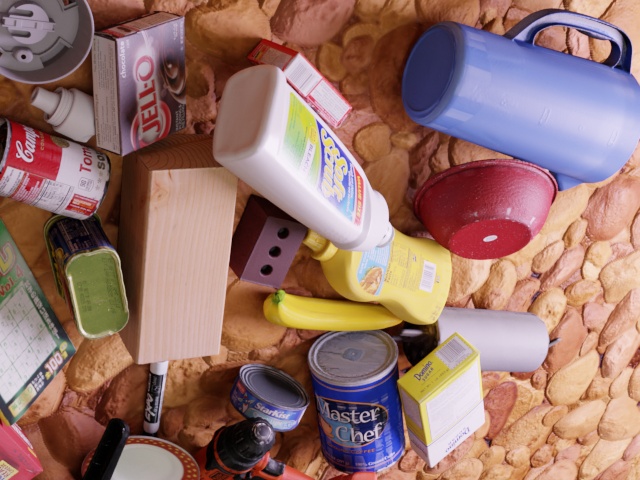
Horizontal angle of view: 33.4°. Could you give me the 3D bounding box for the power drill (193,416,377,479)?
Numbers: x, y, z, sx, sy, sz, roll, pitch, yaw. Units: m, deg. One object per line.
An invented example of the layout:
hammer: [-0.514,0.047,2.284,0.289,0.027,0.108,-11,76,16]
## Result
power drill: [-0.035,0.255,1.181,0.187,0.185,0.057,25,61,-14]

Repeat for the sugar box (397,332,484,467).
sugar box: [0.141,0.187,1.231,0.093,0.048,0.176,-37,149,-16]

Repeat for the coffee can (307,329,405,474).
coffee can: [0.044,0.185,1.236,0.102,0.103,0.140,-18,123,-17]

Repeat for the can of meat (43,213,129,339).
can of meat: [-0.224,0.033,1.028,0.057,0.084,0.102,-16,123,-19]

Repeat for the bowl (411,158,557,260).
bowl: [0.182,-0.024,1.169,0.162,0.055,0.162,-2,150,-2]

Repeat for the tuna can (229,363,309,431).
tuna can: [-0.057,0.175,1.190,0.086,0.086,0.034,14,111,-32]

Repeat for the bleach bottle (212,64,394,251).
bleach bottle: [-0.001,-0.063,1.041,0.250,0.068,0.102,36,56,-47]

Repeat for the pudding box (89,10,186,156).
pudding box: [-0.163,-0.143,0.967,0.089,0.039,0.113,-35,133,-49]

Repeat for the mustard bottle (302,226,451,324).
mustard bottle: [0.057,0.023,1.172,0.191,0.058,0.096,22,74,-34]

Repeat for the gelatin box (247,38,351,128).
gelatin box: [-0.020,-0.152,1.035,0.030,0.073,0.089,-51,127,-3]

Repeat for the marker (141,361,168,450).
marker: [-0.183,0.180,1.170,0.020,0.020,0.121,-2,117,-26]

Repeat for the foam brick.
foam brick: [-0.057,0.001,1.115,0.052,0.051,0.078,15,109,-33]

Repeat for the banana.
banana: [0.004,0.081,1.184,0.197,0.070,0.037,10,82,-43]

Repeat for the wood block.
wood block: [-0.145,0.008,1.051,0.090,0.090,0.206,-4,117,-25]

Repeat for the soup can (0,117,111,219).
soup can: [-0.251,-0.063,0.971,0.102,0.069,0.068,18,107,-34]

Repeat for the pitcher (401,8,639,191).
pitcher: [0.214,-0.158,1.124,0.242,0.145,0.149,12,66,-28]

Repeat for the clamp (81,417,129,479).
clamp: [-0.268,0.290,1.137,0.164,0.036,0.210,-29,145,-27]
